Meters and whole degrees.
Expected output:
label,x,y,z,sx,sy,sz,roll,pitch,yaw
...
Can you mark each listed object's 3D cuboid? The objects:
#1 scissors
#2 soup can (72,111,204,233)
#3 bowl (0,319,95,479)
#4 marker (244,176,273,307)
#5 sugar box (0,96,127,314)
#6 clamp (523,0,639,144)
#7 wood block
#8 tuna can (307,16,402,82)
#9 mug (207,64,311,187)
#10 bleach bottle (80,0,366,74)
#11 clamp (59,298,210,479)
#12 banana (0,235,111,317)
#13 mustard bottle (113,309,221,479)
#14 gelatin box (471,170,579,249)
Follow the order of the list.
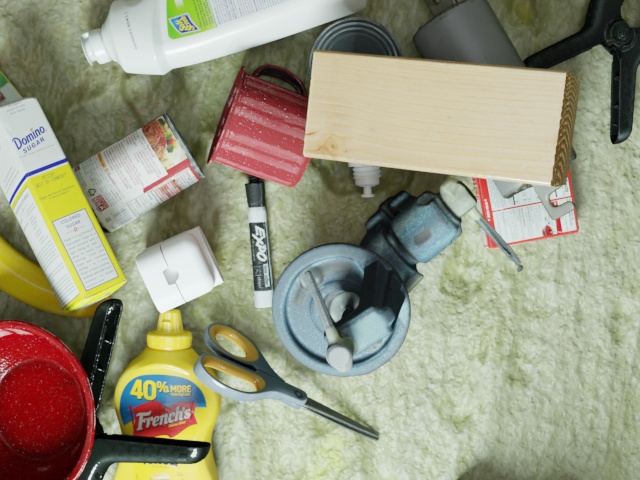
label,x,y,z,sx,sy,sz,roll,pitch,yaw
scissors,-0.034,0.130,0.992,0.201,0.096,0.016,21,121,-34
soup can,-0.163,-0.060,0.951,0.102,0.068,0.068,-31,96,-1
bowl,-0.254,0.148,0.913,0.162,0.055,0.162,0,88,15
marker,-0.056,0.001,0.987,0.020,0.020,0.121,-5,94,-4
sugar box,-0.231,-0.028,0.915,0.048,0.093,0.176,-23,88,-28
clamp,0.263,-0.188,0.990,0.120,0.039,0.171,26,85,-10
wood block,0.101,-0.101,0.884,0.206,0.090,0.091,8,97,20
tuna can,0.031,-0.159,0.976,0.086,0.034,0.086,0,94,-5
mug,-0.045,-0.107,0.954,0.081,0.093,0.117,20,56,-10
bleach bottle,-0.092,-0.215,0.947,0.251,0.068,0.102,-18,76,2
clamp,-0.201,0.178,0.946,0.210,0.036,0.165,-46,72,16
banana,-0.276,0.011,0.959,0.070,0.037,0.197,-41,99,8
mustard bottle,-0.139,0.158,0.972,0.096,0.058,0.191,2,93,6
gelatin box,0.192,-0.036,0.999,0.089,0.030,0.073,-11,93,-4
